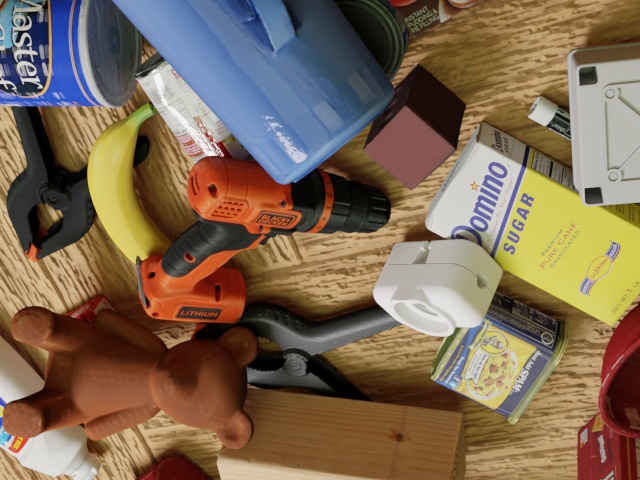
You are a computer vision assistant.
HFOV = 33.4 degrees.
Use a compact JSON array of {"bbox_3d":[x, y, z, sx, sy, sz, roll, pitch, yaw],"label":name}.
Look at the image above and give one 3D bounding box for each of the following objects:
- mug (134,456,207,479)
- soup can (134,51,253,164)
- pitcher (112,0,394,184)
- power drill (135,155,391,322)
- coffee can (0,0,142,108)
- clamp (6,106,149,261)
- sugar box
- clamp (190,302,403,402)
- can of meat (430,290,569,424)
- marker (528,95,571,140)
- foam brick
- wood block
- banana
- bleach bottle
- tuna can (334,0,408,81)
[{"bbox_3d":[-0.154,0.281,1.103,0.117,0.093,0.082,31,122,-32],"label":"mug"},{"bbox_3d":[-0.093,-0.108,0.850,0.069,0.068,0.102,-24,112,26],"label":"soup can"},{"bbox_3d":[-0.059,-0.162,0.733,0.145,0.149,0.243,-36,96,35],"label":"pitcher"},{"bbox_3d":[-0.056,0.001,0.888,0.184,0.057,0.188,9,142,-34],"label":"power drill"},{"bbox_3d":[-0.224,-0.155,0.834,0.140,0.102,0.103,2,122,14],"label":"coffee can"},{"bbox_3d":[-0.237,-0.055,0.937,0.120,0.039,0.172,33,121,-10],"label":"clamp"},{"bbox_3d":[0.181,-0.012,0.852,0.176,0.048,0.093,26,124,-3],"label":"sugar box"},{"bbox_3d":[-0.013,0.096,0.974,0.210,0.036,0.165,16,126,3],"label":"clamp"},{"bbox_3d":[0.152,0.096,0.920,0.084,0.057,0.102,26,123,0],"label":"can of meat"},{"bbox_3d":[0.216,-0.074,0.820,0.121,0.020,0.020,29,124,-4],"label":"marker"},{"bbox_3d":[0.072,-0.087,0.814,0.051,0.078,0.053,38,123,-12],"label":"foam brick"},{"bbox_3d":[0.022,0.204,0.968,0.206,0.090,0.090,5,133,15],"label":"wood block"},{"bbox_3d":[-0.157,-0.029,0.911,0.069,0.037,0.198,-3,134,4],"label":"banana"},{"bbox_3d":[-0.319,0.156,1.079,0.103,0.068,0.250,-35,109,30],"label":"bleach bottle"},{"bbox_3d":[0.023,-0.154,0.811,0.086,0.033,0.086,7,122,11],"label":"tuna can"}]
